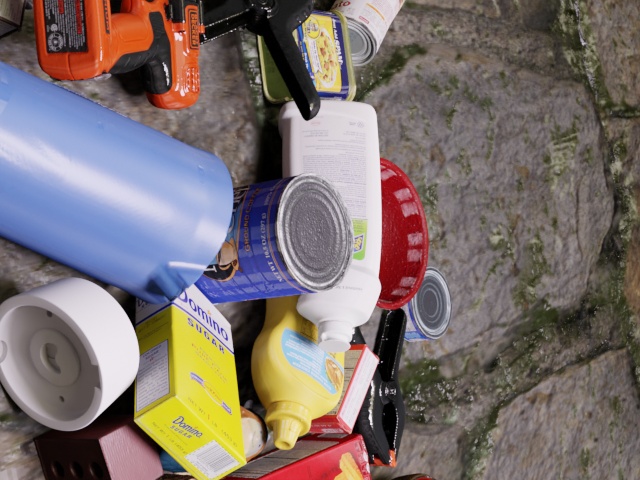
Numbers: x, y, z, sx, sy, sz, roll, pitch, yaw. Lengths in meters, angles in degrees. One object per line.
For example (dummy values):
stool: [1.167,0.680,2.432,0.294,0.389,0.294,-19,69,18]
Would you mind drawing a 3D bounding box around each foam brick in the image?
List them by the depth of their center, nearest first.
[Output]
foam brick: [-0.169,0.166,0.818,0.051,0.078,0.053,-24,102,-52]

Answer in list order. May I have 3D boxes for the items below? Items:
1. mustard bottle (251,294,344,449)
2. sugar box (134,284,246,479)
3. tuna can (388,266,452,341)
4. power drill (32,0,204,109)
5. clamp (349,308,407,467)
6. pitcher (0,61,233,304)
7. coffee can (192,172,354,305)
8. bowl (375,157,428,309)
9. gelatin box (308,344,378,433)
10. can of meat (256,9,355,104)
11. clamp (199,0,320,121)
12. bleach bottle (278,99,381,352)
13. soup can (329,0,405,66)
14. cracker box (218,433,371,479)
mustard bottle: [-0.019,0.109,0.996,0.096,0.058,0.191,40,41,-28]
sugar box: [-0.107,0.102,0.863,0.093,0.048,0.176,51,16,-32]
tuna can: [0.115,0.072,1.220,0.086,0.034,0.086,12,74,-49]
power drill: [-0.151,-0.195,0.843,0.187,0.057,0.184,-21,108,-67]
clamp: [0.055,0.153,1.127,0.120,0.039,0.171,9,77,-49]
pitcher: [-0.196,-0.056,0.800,0.242,0.149,0.145,27,78,-42]
coffee can: [-0.056,0.001,0.936,0.102,0.141,0.103,12,74,-49]
bowl: [0.049,-0.005,1.135,0.161,0.055,0.162,12,74,-49]
gelatin box: [0.009,0.146,1.044,0.030,0.073,0.089,50,48,-34]
can of meat: [-0.016,-0.186,1.089,0.083,0.058,0.102,-5,87,-49]
clamp: [-0.051,-0.207,1.006,0.164,0.036,0.209,26,54,-2]
bleach bottle: [0.006,-0.015,1.011,0.068,0.102,0.251,89,2,-60]
soup can: [0.047,-0.248,1.168,0.068,0.069,0.102,52,48,-32]
cracker box: [-0.032,0.281,0.971,0.213,0.072,0.164,-11,92,-50]
